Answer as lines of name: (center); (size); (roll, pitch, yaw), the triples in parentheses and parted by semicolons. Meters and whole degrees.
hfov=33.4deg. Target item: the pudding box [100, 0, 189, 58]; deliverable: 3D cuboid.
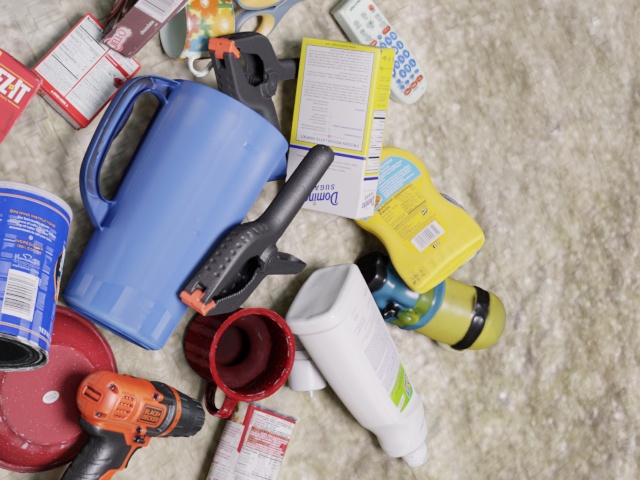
pudding box: (-0.157, -0.237, 1.004); (0.039, 0.114, 0.090); (31, 48, -29)

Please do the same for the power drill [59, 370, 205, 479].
power drill: (-0.194, 0.217, 1.001); (0.187, 0.057, 0.184); (-65, 150, -5)

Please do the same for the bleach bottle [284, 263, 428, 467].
bleach bottle: (0.053, 0.150, 1.136); (0.250, 0.068, 0.102); (62, 35, -26)

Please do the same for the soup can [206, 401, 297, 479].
soup can: (-0.071, 0.218, 1.087); (0.068, 0.069, 0.102); (25, 78, -26)

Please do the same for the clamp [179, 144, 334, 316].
clamp: (-0.057, 0.001, 1.027); (0.209, 0.036, 0.165); (-36, 150, -50)

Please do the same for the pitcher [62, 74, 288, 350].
pitcher: (-0.150, -0.028, 1.015); (0.149, 0.145, 0.242); (25, 78, 15)

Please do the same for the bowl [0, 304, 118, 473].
bowl: (-0.257, 0.140, 0.993); (0.161, 0.055, 0.162); (0, 90, -28)

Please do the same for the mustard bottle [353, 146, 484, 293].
mustard bottle: (0.080, -0.042, 1.140); (0.096, 0.058, 0.192); (-40, 71, 3)

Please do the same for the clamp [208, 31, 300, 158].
clamp: (-0.062, -0.149, 1.079); (0.171, 0.039, 0.120); (19, 78, -58)

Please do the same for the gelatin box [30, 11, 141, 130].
gelatin box: (-0.228, -0.162, 1.026); (0.073, 0.030, 0.089); (45, 69, -19)

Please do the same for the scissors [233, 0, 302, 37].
scissors: (-0.028, -0.249, 1.137); (0.201, 0.016, 0.096); (-10, 134, -50)

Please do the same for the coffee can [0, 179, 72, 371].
coffee can: (-0.278, 0.032, 0.932); (0.102, 0.103, 0.140); (17, 62, -28)

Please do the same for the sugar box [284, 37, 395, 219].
sugar box: (0.019, -0.116, 1.105); (0.048, 0.093, 0.176); (-16, 116, -60)

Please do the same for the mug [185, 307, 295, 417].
mug: (-0.088, 0.120, 1.068); (0.093, 0.082, 0.117); (18, 85, -30)
